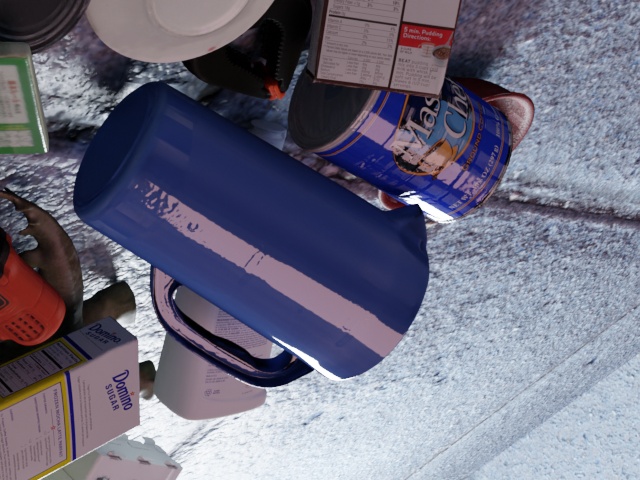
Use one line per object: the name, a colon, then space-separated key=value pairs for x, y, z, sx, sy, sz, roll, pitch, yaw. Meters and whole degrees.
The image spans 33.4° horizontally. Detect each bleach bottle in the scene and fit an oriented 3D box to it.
bleach bottle: x=-0.067 y=0.023 z=0.883 sx=0.102 sy=0.068 sz=0.251 roll=-5 pitch=118 yaw=-47

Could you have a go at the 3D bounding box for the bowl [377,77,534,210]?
bowl: x=0.110 y=-0.096 z=0.962 sx=0.162 sy=0.055 sz=0.162 roll=-25 pitch=156 yaw=-12

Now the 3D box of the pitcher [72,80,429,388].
pitcher: x=-0.055 y=0.001 z=0.763 sx=0.242 sy=0.149 sz=0.145 roll=32 pitch=153 yaw=-28

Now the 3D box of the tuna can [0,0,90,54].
tuna can: x=-0.158 y=-0.140 z=0.549 sx=0.086 sy=0.034 sz=0.086 roll=-37 pitch=144 yaw=-34

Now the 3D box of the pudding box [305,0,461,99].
pudding box: x=0.043 y=-0.153 z=0.689 sx=0.090 sy=0.039 sz=0.113 roll=7 pitch=107 yaw=-9

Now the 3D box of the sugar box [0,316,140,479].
sugar box: x=-0.217 y=0.132 z=0.791 sx=0.175 sy=0.048 sz=0.093 roll=-27 pitch=135 yaw=-39

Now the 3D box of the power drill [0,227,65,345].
power drill: x=-0.294 y=0.037 z=0.709 sx=0.188 sy=0.057 sz=0.184 roll=-28 pitch=128 yaw=13

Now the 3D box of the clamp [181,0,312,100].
clamp: x=-0.048 y=-0.160 z=0.676 sx=0.164 sy=0.036 sz=0.210 roll=-32 pitch=153 yaw=4

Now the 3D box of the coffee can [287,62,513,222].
coffee can: x=0.061 y=-0.086 z=0.805 sx=0.140 sy=0.103 sz=0.103 roll=26 pitch=123 yaw=-34
